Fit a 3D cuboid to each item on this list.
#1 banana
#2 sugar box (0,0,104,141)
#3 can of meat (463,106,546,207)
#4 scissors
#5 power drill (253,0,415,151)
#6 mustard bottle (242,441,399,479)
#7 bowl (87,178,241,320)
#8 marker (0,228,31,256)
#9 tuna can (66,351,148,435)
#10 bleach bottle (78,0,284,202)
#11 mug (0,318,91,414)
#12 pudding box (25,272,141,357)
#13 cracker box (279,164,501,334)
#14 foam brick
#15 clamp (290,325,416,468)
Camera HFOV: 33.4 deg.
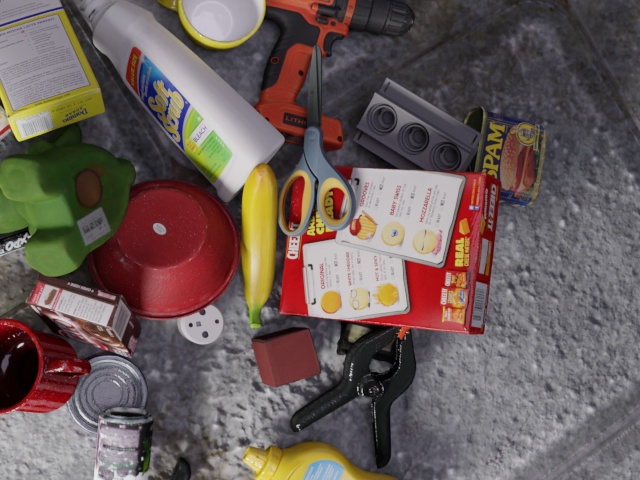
[{"bbox_3d":[-0.062,-0.005,1.122,0.037,0.070,0.198,-6,123,-14],"label":"banana"},{"bbox_3d":[-0.291,-0.190,1.073,0.093,0.048,0.176,-21,61,-14],"label":"sugar box"},{"bbox_3d":[0.206,-0.093,1.218,0.083,0.057,0.102,11,85,-15],"label":"can of meat"},{"bbox_3d":[0.008,-0.097,1.112,0.096,0.016,0.202,18,95,24],"label":"scissors"},{"bbox_3d":[0.004,-0.197,1.175,0.184,0.057,0.187,11,82,-9],"label":"power drill"},{"bbox_3d":[0.003,0.272,1.153,0.191,0.058,0.096,29,93,-11],"label":"mustard bottle"},{"bbox_3d":[-0.162,-0.002,1.099,0.162,0.055,0.162,2,67,-4],"label":"bowl"},{"bbox_3d":[-0.311,-0.001,1.111,0.121,0.020,0.020,-20,92,-13],"label":"marker"},{"bbox_3d":[-0.224,0.160,1.117,0.086,0.034,0.086,1,88,-13],"label":"tuna can"},{"bbox_3d":[-0.156,-0.160,1.123,0.251,0.103,0.068,44,53,-2],"label":"bleach bottle"},{"bbox_3d":[-0.283,0.128,1.061,0.117,0.081,0.093,-8,75,17],"label":"mug"},{"bbox_3d":[-0.233,0.076,1.067,0.090,0.113,0.039,16,68,7],"label":"pudding box"},{"bbox_3d":[0.073,0.008,1.121,0.214,0.072,0.164,4,85,26],"label":"cracker box"},{"bbox_3d":[-0.038,0.124,1.141,0.053,0.078,0.051,-14,90,-14],"label":"foam brick"},{"bbox_3d":[0.060,0.167,1.169,0.120,0.039,0.171,33,100,-18],"label":"clamp"}]
